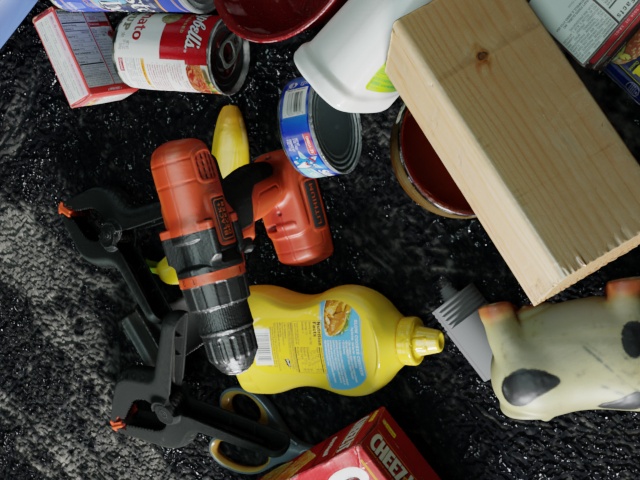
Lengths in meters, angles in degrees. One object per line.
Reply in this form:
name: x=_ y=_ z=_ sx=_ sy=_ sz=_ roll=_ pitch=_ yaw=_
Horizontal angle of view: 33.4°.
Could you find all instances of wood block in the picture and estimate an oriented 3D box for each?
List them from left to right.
wood block: x=0.138 y=-0.071 z=0.740 sx=0.090 sy=0.090 sz=0.206 roll=-29 pitch=77 yaw=-7

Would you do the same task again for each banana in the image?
banana: x=-0.106 y=-0.027 z=0.974 sx=0.070 sy=0.037 sz=0.198 roll=38 pitch=116 yaw=12

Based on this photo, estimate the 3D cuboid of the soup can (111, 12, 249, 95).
soup can: x=-0.122 y=-0.164 z=0.933 sx=0.102 sy=0.068 sz=0.068 roll=8 pitch=105 yaw=25

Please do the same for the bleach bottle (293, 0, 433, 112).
bleach bottle: x=0.092 y=-0.205 z=0.796 sx=0.251 sy=0.102 sz=0.068 roll=-47 pitch=71 yaw=27

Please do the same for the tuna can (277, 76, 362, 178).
tuna can: x=0.000 y=-0.095 z=0.878 sx=0.034 sy=0.086 sz=0.086 roll=-8 pitch=98 yaw=29

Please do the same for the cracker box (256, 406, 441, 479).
cracker box: x=0.017 y=0.267 z=0.941 sx=0.214 sy=0.072 sz=0.164 roll=-36 pitch=94 yaw=33

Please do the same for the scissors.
scissors: x=-0.018 y=0.181 z=0.990 sx=0.202 sy=0.016 sz=0.096 roll=-4 pitch=100 yaw=27

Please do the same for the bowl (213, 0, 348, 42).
bowl: x=-0.014 y=-0.230 z=0.853 sx=0.162 sy=0.055 sz=0.162 roll=-8 pitch=77 yaw=39

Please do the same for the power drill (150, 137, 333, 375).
power drill: x=-0.056 y=0.001 z=0.870 sx=0.057 sy=0.187 sz=0.184 roll=-12 pitch=95 yaw=26

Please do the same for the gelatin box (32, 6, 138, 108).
gelatin box: x=-0.214 y=-0.169 z=0.974 sx=0.030 sy=0.073 sz=0.089 roll=-24 pitch=91 yaw=29

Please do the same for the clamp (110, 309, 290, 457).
clamp: x=-0.140 y=0.142 z=0.998 sx=0.210 sy=0.036 sz=0.164 roll=-14 pitch=114 yaw=44

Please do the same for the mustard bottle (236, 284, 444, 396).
mustard bottle: x=0.014 y=0.086 z=0.928 sx=0.192 sy=0.058 sz=0.096 roll=-2 pitch=100 yaw=27

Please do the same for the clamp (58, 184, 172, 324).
clamp: x=-0.184 y=0.006 z=1.000 sx=0.172 sy=0.039 sz=0.120 roll=15 pitch=95 yaw=40
